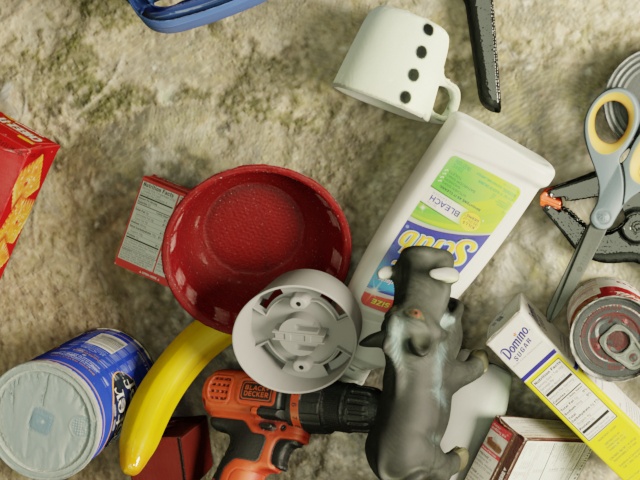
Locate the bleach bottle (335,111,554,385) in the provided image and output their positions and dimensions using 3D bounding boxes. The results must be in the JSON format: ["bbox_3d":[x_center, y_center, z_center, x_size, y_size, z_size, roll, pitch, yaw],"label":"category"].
[{"bbox_3d":[0.090,0.021,0.909,0.102,0.068,0.251,29,106,-1],"label":"bleach bottle"}]

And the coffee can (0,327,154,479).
[{"bbox_3d":[-0.217,0.141,0.948,0.103,0.140,0.103,2,98,11],"label":"coffee can"}]

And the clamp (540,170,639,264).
[{"bbox_3d":[0.265,-0.003,0.881,0.172,0.039,0.120,9,95,17],"label":"clamp"}]

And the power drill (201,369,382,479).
[{"bbox_3d":[-0.036,0.202,0.908,0.185,0.057,0.187,1,64,32],"label":"power drill"}]

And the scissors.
[{"bbox_3d":[0.218,-0.038,0.861,0.096,0.016,0.202,42,103,6],"label":"scissors"}]

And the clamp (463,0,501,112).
[{"bbox_3d":[0.149,-0.234,0.875,0.165,0.036,0.210,-35,89,14],"label":"clamp"}]

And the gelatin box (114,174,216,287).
[{"bbox_3d":[-0.137,-0.007,0.969,0.073,0.030,0.089,22,101,9],"label":"gelatin box"}]

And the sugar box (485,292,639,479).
[{"bbox_3d":[0.213,0.125,0.880,0.176,0.093,0.048,43,103,5],"label":"sugar box"}]

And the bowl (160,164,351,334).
[{"bbox_3d":[-0.056,0.001,0.923,0.162,0.055,0.162,-3,115,-6],"label":"bowl"}]

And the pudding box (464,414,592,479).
[{"bbox_3d":[0.172,0.194,0.891,0.039,0.113,0.090,33,104,42],"label":"pudding box"}]

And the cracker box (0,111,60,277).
[{"bbox_3d":[-0.363,-0.032,0.991,0.164,0.072,0.214,30,103,7],"label":"cracker box"}]

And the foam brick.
[{"bbox_3d":[-0.136,0.194,0.970,0.053,0.078,0.051,-7,94,12],"label":"foam brick"}]

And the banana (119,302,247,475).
[{"bbox_3d":[-0.119,0.118,0.940,0.197,0.070,0.037,-48,126,-20],"label":"banana"}]
